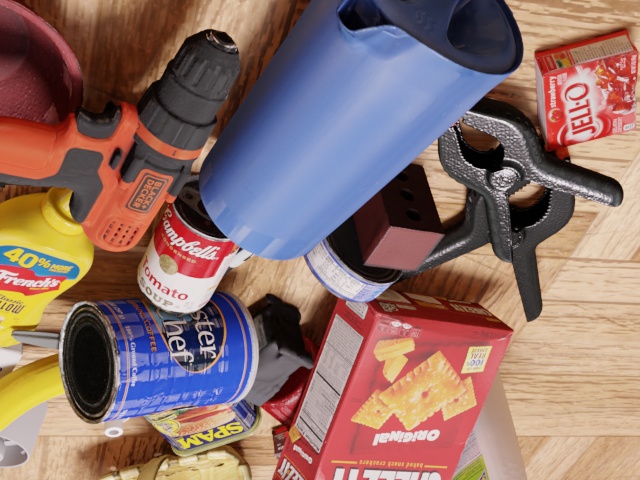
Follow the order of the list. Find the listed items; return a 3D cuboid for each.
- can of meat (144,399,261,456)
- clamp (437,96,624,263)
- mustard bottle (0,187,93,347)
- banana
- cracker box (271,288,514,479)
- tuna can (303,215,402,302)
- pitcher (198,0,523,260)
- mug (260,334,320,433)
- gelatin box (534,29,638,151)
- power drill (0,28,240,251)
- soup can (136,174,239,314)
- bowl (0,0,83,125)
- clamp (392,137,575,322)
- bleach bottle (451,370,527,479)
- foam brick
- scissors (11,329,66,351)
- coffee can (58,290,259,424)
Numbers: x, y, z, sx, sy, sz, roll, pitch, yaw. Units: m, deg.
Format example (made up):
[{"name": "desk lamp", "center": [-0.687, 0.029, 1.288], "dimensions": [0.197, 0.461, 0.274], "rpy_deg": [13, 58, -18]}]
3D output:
[{"name": "can of meat", "center": [-0.122, 0.165, 1.075], "dimensions": [0.102, 0.057, 0.084], "rpy_deg": [-19, 138, 10]}, {"name": "clamp", "center": [0.144, -0.051, 0.857], "dimensions": [0.171, 0.039, 0.120], "rpy_deg": [36, 121, -18]}, {"name": "mustard bottle", "center": [-0.240, 0.014, 0.864], "dimensions": [0.096, 0.058, 0.192], "rpy_deg": [22, 131, -36]}, {"name": "banana", "center": [-0.239, 0.133, 0.986], "dimensions": [0.197, 0.037, 0.070], "rpy_deg": [-22, 141, -29]}, {"name": "cracker box", "center": [0.068, 0.156, 1.004], "dimensions": [0.163, 0.072, 0.214], "rpy_deg": [11, 106, -32]}, {"name": "tuna can", "center": [0.027, 0.009, 0.896], "dimensions": [0.086, 0.086, 0.034], "rpy_deg": [18, 134, -31]}, {"name": "pitcher", "center": [0.023, -0.094, 0.750], "dimensions": [0.149, 0.145, 0.243], "rpy_deg": [26, 133, -21]}, {"name": "mug", "center": [-0.026, 0.143, 1.057], "dimensions": [0.117, 0.093, 0.081], "rpy_deg": [6, 151, 42]}, {"name": "gelatin box", "center": [0.207, -0.114, 0.831], "dimensions": [0.073, 0.030, 0.089], "rpy_deg": [-14, 141, 4]}, {"name": "power drill", "center": [-0.163, -0.080, 0.678], "dimensions": [0.187, 0.057, 0.185], "rpy_deg": [16, 126, -29]}, {"name": "soup can", "center": [-0.105, 0.005, 0.874], "dimensions": [0.068, 0.068, 0.102], "rpy_deg": [10, 136, -24]}, {"name": "bowl", "center": [-0.239, -0.118, 0.705], "dimensions": [0.162, 0.055, 0.162], "rpy_deg": [-6, 141, -5]}, {"name": "clamp", "center": [0.169, -0.007, 0.942], "dimensions": [0.164, 0.036, 0.210], "rpy_deg": [19, 131, -20]}, {"name": "bleach bottle", "center": [0.158, 0.226, 1.058], "dimensions": [0.068, 0.251, 0.103], "rpy_deg": [10, 137, -24]}, {"name": "foam brick", "center": [0.060, -0.021, 0.874], "dimensions": [0.052, 0.078, 0.051], "rpy_deg": [7, 137, -24]}, {"name": "scissors", "center": [-0.194, 0.115, 0.970], "dimensions": [0.201, 0.016, 0.096], "rpy_deg": [-2, 119, -41]}, {"name": "coffee can", "center": [-0.139, 0.098, 0.921], "dimensions": [0.140, 0.103, 0.103], "rpy_deg": [-2, 144, -39]}]
